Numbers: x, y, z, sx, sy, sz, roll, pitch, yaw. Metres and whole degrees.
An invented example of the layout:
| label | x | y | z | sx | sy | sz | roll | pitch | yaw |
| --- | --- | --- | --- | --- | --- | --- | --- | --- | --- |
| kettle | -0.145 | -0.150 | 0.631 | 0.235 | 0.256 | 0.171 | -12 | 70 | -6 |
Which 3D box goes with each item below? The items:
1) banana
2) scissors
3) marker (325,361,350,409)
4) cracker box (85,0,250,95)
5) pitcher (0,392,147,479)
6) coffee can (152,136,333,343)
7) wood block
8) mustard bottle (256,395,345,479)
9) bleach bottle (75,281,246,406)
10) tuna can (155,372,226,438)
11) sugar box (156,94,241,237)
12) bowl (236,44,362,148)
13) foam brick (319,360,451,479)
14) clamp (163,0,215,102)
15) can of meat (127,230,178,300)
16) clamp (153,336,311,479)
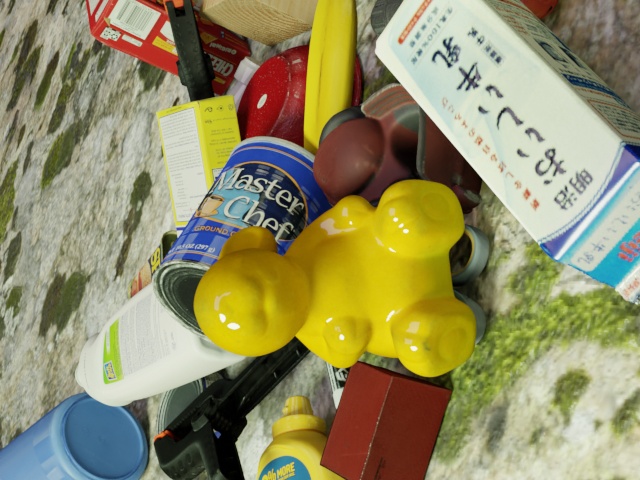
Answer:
| label | x | y | z | sx | sy | sz | roll | pitch | yaw |
| --- | --- | --- | --- | --- | --- | --- | --- | --- | --- |
| banana | 0.011 | -0.124 | 0.868 | 0.069 | 0.037 | 0.198 | -19 | -65 | -75 |
| scissors | 0.060 | 0.021 | 0.779 | 0.202 | 0.016 | 0.096 | 28 | 100 | 58 |
| marker | 0.015 | 0.100 | 0.806 | 0.020 | 0.020 | 0.121 | -49 | 37 | 33 |
| cracker box | -0.178 | -0.270 | 1.182 | 0.072 | 0.164 | 0.214 | -51 | 36 | 26 |
| pitcher | -0.284 | 0.262 | 1.092 | 0.243 | 0.144 | 0.149 | -41 | 64 | 36 |
| coffee can | -0.056 | 0.001 | 0.847 | 0.103 | 0.102 | 0.140 | -28 | 27 | 49 |
| wood block | -0.042 | -0.312 | 1.061 | 0.091 | 0.090 | 0.206 | -6 | 69 | 58 |
| mustard bottle | -0.011 | 0.199 | 0.754 | 0.096 | 0.058 | 0.191 | -46 | 38 | 44 |
| bleach bottle | -0.157 | 0.089 | 0.971 | 0.251 | 0.067 | 0.102 | -26 | 62 | 48 |
| tuna can | -0.115 | 0.158 | 0.969 | 0.086 | 0.033 | 0.086 | -35 | 46 | 45 |
| sugar box | -0.101 | -0.039 | 0.981 | 0.093 | 0.048 | 0.176 | -1 | 101 | 59 |
| bowl | -0.031 | -0.115 | 0.966 | 0.162 | 0.055 | 0.162 | -35 | 45 | 44 |
| foam brick | 0.043 | 0.126 | 0.714 | 0.051 | 0.052 | 0.078 | 15 | 86 | 60 |
| clamp | -0.126 | -0.170 | 1.084 | 0.120 | 0.039 | 0.171 | -124 | 23 | -65 |
| can of meat | -0.150 | 0.056 | 1.061 | 0.084 | 0.057 | 0.102 | -48 | 38 | 37 |
| clamp | -0.081 | 0.148 | 0.832 | 0.210 | 0.036 | 0.164 | -36 | 19 | 46 |
